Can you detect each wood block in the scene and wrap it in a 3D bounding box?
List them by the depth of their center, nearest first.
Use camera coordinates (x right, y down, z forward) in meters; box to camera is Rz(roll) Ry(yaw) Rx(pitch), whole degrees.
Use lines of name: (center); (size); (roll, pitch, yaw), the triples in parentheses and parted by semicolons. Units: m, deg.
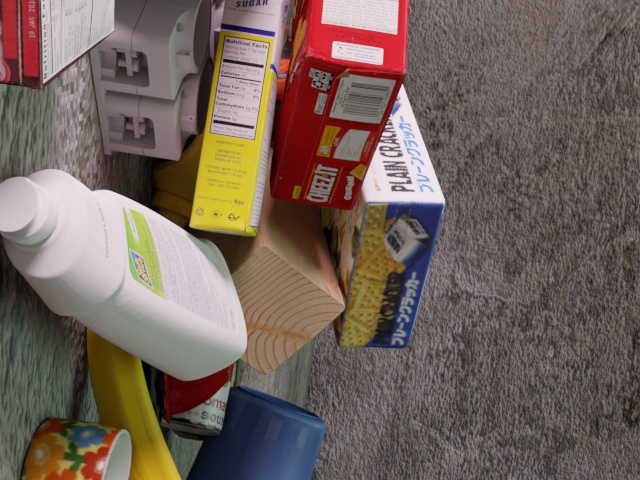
wood block: (-0.056, 0.002, 0.890); (0.090, 0.090, 0.206); (-42, -151, 16)

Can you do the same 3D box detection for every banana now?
banana: (-0.127, 0.120, 0.743); (0.037, 0.070, 0.198); (-11, 75, -47)

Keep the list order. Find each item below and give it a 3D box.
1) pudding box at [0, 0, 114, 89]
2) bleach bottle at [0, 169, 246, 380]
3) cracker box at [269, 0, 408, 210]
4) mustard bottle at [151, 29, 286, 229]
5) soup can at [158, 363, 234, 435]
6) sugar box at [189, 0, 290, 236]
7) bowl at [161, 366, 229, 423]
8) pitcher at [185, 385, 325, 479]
pudding box: (-0.133, -0.133, 0.519); (0.113, 0.039, 0.090); (-68, 167, -64)
bleach bottle: (-0.120, 0.013, 0.637); (0.102, 0.068, 0.250); (68, 7, 23)
cracker box: (0.014, -0.155, 0.766); (0.164, 0.072, 0.213); (109, -13, -58)
mustard bottle: (-0.090, -0.091, 0.867); (0.096, 0.058, 0.191); (8, -104, 66)
soup can: (-0.119, 0.131, 1.029); (0.068, 0.068, 0.102); (85, 14, -71)
sugar box: (-0.054, -0.092, 0.740); (0.093, 0.048, 0.176); (145, -49, -89)
bowl: (-0.108, 0.078, 0.934); (0.162, 0.055, 0.162); (179, -90, -85)
pitcher: (-0.079, 0.275, 1.050); (0.243, 0.149, 0.145); (-69, 162, -5)
